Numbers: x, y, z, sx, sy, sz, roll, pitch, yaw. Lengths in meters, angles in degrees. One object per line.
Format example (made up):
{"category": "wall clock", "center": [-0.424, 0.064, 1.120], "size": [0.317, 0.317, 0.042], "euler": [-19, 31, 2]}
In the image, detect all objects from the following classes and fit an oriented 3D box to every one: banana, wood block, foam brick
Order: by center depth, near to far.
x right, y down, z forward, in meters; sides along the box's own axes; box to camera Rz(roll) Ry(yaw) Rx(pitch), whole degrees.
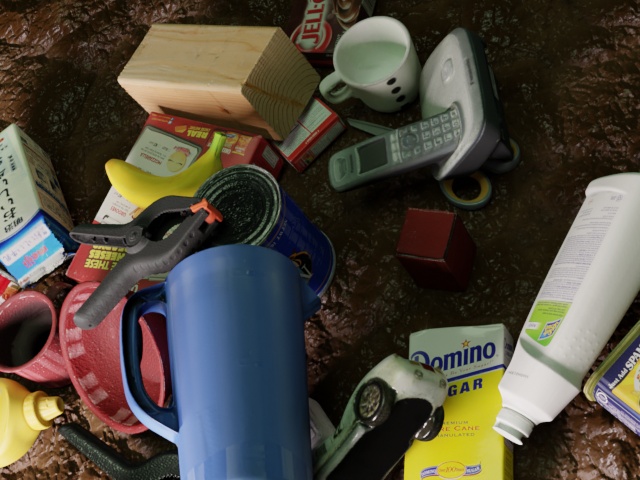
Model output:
{"category": "foam brick", "center": [0.112, 0.010, 1.024], "size": [0.053, 0.078, 0.051], "euler": [7, 68, 25]}
{"category": "banana", "center": [-0.160, -0.062, 1.109], "size": [0.198, 0.037, 0.069], "euler": [-7, 73, 43]}
{"category": "wood block", "center": [-0.116, -0.179, 1.193], "size": [0.206, 0.090, 0.090], "euler": [12, 66, 41]}

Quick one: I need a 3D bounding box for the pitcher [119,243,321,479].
{"category": "pitcher", "center": [-0.081, 0.133, 0.940], "size": [0.149, 0.144, 0.243], "euler": [-27, 47, 22]}

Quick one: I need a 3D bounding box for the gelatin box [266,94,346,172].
{"category": "gelatin box", "center": [-0.026, -0.129, 1.187], "size": [0.073, 0.030, 0.089], "euler": [-44, 53, -1]}

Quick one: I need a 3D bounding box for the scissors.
{"category": "scissors", "center": [0.107, -0.081, 1.109], "size": [0.202, 0.016, 0.096], "euler": [6, 67, 27]}

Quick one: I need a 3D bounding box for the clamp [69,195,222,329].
{"category": "clamp", "center": [-0.175, 0.000, 1.023], "size": [0.171, 0.039, 0.120], "euler": [-31, 56, 10]}

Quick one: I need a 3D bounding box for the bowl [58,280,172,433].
{"category": "bowl", "center": [-0.195, 0.111, 1.086], "size": [0.162, 0.055, 0.162], "euler": [16, 114, 38]}

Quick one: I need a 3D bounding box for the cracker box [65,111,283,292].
{"category": "cracker box", "center": [-0.157, -0.024, 1.171], "size": [0.164, 0.072, 0.213], "euler": [15, 73, 32]}

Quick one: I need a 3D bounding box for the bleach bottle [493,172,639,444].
{"category": "bleach bottle", "center": [0.220, 0.061, 0.929], "size": [0.068, 0.103, 0.250], "euler": [35, 79, -11]}

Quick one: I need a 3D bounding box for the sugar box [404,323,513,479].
{"category": "sugar box", "center": [0.125, 0.165, 0.958], "size": [0.093, 0.048, 0.176], "euler": [-8, 63, 22]}

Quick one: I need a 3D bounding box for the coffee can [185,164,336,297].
{"category": "coffee can", "center": [-0.057, 0.001, 1.068], "size": [0.103, 0.140, 0.103], "euler": [-11, 61, 20]}

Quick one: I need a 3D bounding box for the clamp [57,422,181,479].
{"category": "clamp", "center": [-0.179, 0.266, 1.053], "size": [0.210, 0.036, 0.164], "euler": [-1, 73, 20]}

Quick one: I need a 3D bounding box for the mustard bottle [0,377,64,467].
{"category": "mustard bottle", "center": [-0.364, 0.201, 1.160], "size": [0.192, 0.058, 0.096], "euler": [-17, 58, 17]}

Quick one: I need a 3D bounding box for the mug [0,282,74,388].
{"category": "mug", "center": [-0.299, 0.101, 1.166], "size": [0.093, 0.081, 0.117], "euler": [16, 73, 31]}

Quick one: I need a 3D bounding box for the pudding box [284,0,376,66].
{"category": "pudding box", "center": [0.011, -0.255, 1.228], "size": [0.090, 0.039, 0.113], "euler": [7, 68, 28]}
